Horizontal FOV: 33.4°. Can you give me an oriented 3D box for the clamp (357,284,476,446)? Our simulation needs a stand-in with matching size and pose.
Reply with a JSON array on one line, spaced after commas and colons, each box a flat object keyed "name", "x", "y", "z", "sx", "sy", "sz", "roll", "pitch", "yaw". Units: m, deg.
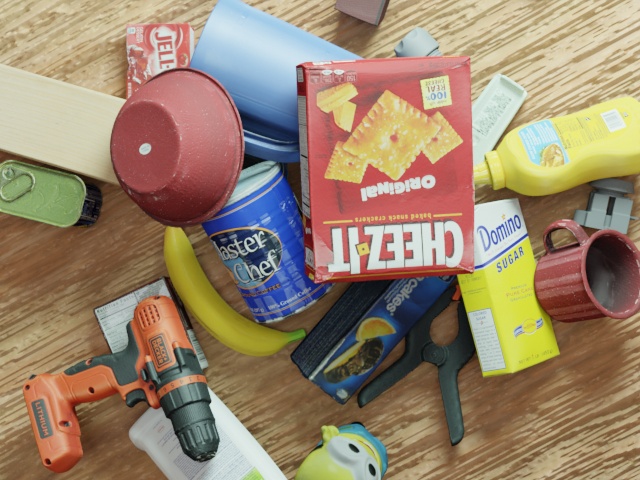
[{"name": "clamp", "x": 0.112, "y": 0.127, "z": 1.157, "sx": 0.120, "sy": 0.039, "sz": 0.171, "roll": 14, "pitch": 83, "yaw": 0}]

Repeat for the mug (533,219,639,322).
[{"name": "mug", "x": 0.271, "y": 0.032, "z": 1.111, "sx": 0.093, "sy": 0.082, "sz": 0.117, "roll": -39, "pitch": 100, "yaw": -32}]

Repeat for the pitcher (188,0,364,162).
[{"name": "pitcher", "x": -0.021, "y": -0.149, "z": 1.130, "sx": 0.243, "sy": 0.145, "sz": 0.149, "roll": 22, "pitch": 95, "yaw": 2}]

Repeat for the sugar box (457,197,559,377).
[{"name": "sugar box", "x": 0.191, "y": 0.047, "z": 1.127, "sx": 0.048, "sy": 0.093, "sz": 0.176, "roll": -14, "pitch": 89, "yaw": 45}]

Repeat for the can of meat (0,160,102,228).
[{"name": "can of meat", "x": -0.297, "y": -0.048, "z": 1.170, "sx": 0.102, "sy": 0.084, "sz": 0.057, "roll": 14, "pitch": 89, "yaw": 4}]

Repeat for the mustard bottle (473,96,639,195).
[{"name": "mustard bottle", "x": 0.252, "y": -0.092, "z": 1.132, "sx": 0.191, "sy": 0.058, "sz": 0.096, "roll": -14, "pitch": 43, "yaw": 4}]

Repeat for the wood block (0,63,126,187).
[{"name": "wood block", "x": -0.259, "y": -0.117, "z": 1.168, "sx": 0.206, "sy": 0.090, "sz": 0.091, "roll": 16, "pitch": 89, "yaw": 4}]

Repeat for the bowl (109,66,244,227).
[{"name": "bowl", "x": -0.155, "y": -0.092, "z": 1.052, "sx": 0.162, "sy": 0.055, "sz": 0.162, "roll": 2, "pitch": 94, "yaw": 33}]

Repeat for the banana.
[{"name": "banana", "x": -0.112, "y": 0.067, "z": 1.179, "sx": 0.198, "sy": 0.037, "sz": 0.069, "roll": 40, "pitch": 61, "yaw": 2}]

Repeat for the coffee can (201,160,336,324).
[{"name": "coffee can", "x": -0.057, "y": 0.001, "z": 1.118, "sx": 0.103, "sy": 0.103, "sz": 0.140, "roll": -28, "pitch": 106, "yaw": 2}]

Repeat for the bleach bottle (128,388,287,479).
[{"name": "bleach bottle", "x": -0.090, "y": 0.260, "z": 1.102, "sx": 0.102, "sy": 0.068, "sz": 0.251, "roll": -44, "pitch": 60, "yaw": -1}]

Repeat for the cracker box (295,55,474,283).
[{"name": "cracker box", "x": 0.064, "y": -0.070, "z": 1.045, "sx": 0.164, "sy": 0.072, "sz": 0.214, "roll": -4, "pitch": 98, "yaw": -7}]

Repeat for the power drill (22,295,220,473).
[{"name": "power drill", "x": -0.207, "y": 0.172, "z": 1.114, "sx": 0.188, "sy": 0.057, "sz": 0.184, "roll": -26, "pitch": 66, "yaw": 7}]

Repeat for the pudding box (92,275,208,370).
[{"name": "pudding box", "x": -0.188, "y": 0.108, "z": 1.179, "sx": 0.090, "sy": 0.039, "sz": 0.113, "roll": -24, "pitch": 84, "yaw": 5}]

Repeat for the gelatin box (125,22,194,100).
[{"name": "gelatin box", "x": -0.179, "y": -0.198, "z": 1.194, "sx": 0.073, "sy": 0.030, "sz": 0.089, "roll": 0, "pitch": 88, "yaw": 4}]

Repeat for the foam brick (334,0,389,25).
[{"name": "foam brick", "x": 0.053, "y": -0.281, "z": 1.158, "sx": 0.051, "sy": 0.053, "sz": 0.078, "roll": 20, "pitch": 111, "yaw": 5}]
